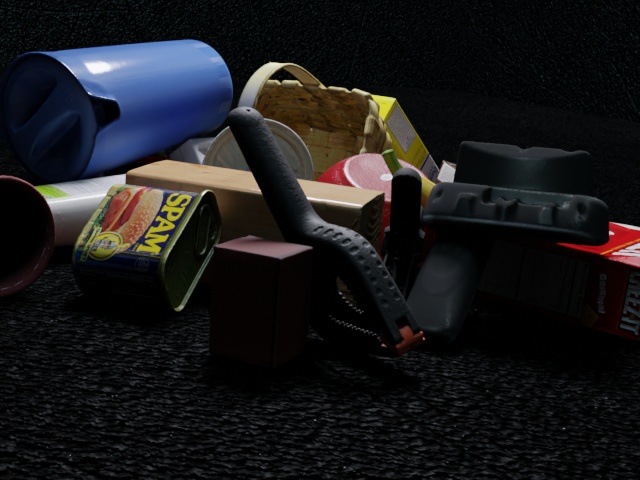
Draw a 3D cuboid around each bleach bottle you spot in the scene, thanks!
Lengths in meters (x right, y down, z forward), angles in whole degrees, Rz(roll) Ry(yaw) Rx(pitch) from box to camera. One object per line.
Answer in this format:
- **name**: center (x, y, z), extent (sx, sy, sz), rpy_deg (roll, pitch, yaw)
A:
- **bleach bottle**: center (-0.238, -0.024, 0.978), extent (0.250, 0.068, 0.103), rpy_deg (-8, 13, -37)

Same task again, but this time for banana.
- **banana**: center (0.126, -0.041, 1.032), extent (0.037, 0.069, 0.197), rpy_deg (-13, -14, 33)

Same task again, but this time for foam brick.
- **foam brick**: center (-0.040, 0.041, 0.732), extent (0.051, 0.078, 0.052), rpy_deg (9, 12, 24)

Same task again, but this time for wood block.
- **wood block**: center (-0.057, -0.008, 0.916), extent (0.206, 0.091, 0.090), rpy_deg (9, 13, 14)

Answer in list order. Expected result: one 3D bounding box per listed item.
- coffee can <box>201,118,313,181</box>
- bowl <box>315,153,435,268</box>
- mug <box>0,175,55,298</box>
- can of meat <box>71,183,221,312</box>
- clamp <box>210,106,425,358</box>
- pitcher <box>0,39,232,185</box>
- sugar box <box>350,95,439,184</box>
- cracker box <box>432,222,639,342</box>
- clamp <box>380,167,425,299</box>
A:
- **coffee can**: center (-0.067, -0.062, 1.050), extent (0.102, 0.103, 0.140), rpy_deg (4, 0, -8)
- **bowl**: center (0.061, -0.040, 1.069), extent (0.162, 0.055, 0.162), rpy_deg (11, 34, -7)
- **mug**: center (-0.274, 0.000, 0.819), extent (0.082, 0.093, 0.117), rpy_deg (11, 49, 44)
- **can of meat**: center (-0.137, 0.002, 0.842), extent (0.084, 0.057, 0.102), rpy_deg (7, 46, 19)
- **clamp**: center (-0.010, 0.022, 0.781), extent (0.036, 0.165, 0.210), rpy_deg (-26, 58, -35)
- **pitcher**: center (-0.213, -0.144, 1.124), extent (0.149, 0.145, 0.242), rpy_deg (42, 34, 17)
- **sugar box**: center (0.086, -0.118, 1.378), extent (0.093, 0.048, 0.176), rpy_deg (15, -26, 39)
- **cracker box**: center (0.231, 0.020, 0.968), extent (0.214, 0.072, 0.163), rpy_deg (15, 16, 33)
- **clamp**: center (0.073, -0.006, 0.921), extent (0.039, 0.120, 0.171), rpy_deg (14, 9, 5)
